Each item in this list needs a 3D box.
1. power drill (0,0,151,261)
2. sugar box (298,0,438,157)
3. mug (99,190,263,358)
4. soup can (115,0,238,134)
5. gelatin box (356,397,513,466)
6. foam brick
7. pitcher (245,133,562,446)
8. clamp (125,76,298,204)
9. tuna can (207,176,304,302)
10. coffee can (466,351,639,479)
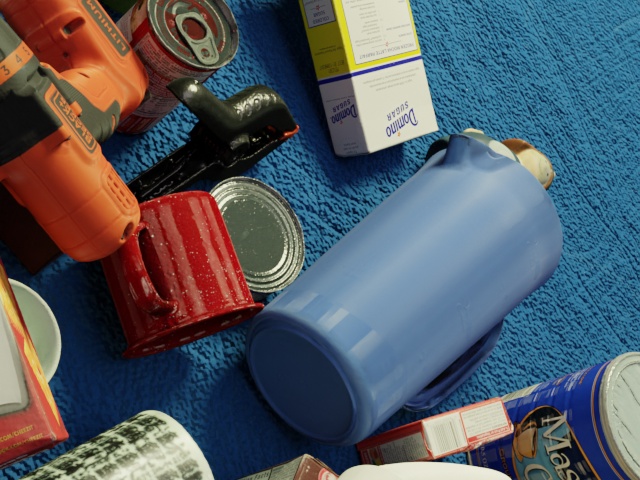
[{"bbox_3d":[-0.158,-0.096,0.578,0.184,0.057,0.187,57,13,-23],"label":"power drill"},{"bbox_3d":[0.035,-0.162,0.862,0.093,0.048,0.176,-21,103,-43],"label":"sugar box"},{"bbox_3d":[-0.095,0.020,0.658,0.117,0.093,0.081,14,55,-75],"label":"mug"},{"bbox_3d":[-0.110,-0.122,0.715,0.068,0.102,0.068,19,58,-33],"label":"soup can"},{"bbox_3d":[0.083,0.142,0.768,0.089,0.073,0.030,-7,75,-41],"label":"gelatin box"},{"bbox_3d":[-0.175,-0.029,0.655,0.078,0.051,0.052,51,48,-8],"label":"foam brick"},{"bbox_3d":[0.063,0.047,0.772,0.149,0.145,0.242,48,51,6],"label":"pitcher"},{"bbox_3d":[-0.078,-0.062,0.735,0.039,0.120,0.171,52,26,14],"label":"clamp"},{"bbox_3d":[-0.055,0.001,0.750,0.086,0.034,0.086,17,60,-32],"label":"tuna can"},{"bbox_3d":[0.196,0.152,0.809,0.102,0.141,0.103,17,60,-32],"label":"coffee can"}]
